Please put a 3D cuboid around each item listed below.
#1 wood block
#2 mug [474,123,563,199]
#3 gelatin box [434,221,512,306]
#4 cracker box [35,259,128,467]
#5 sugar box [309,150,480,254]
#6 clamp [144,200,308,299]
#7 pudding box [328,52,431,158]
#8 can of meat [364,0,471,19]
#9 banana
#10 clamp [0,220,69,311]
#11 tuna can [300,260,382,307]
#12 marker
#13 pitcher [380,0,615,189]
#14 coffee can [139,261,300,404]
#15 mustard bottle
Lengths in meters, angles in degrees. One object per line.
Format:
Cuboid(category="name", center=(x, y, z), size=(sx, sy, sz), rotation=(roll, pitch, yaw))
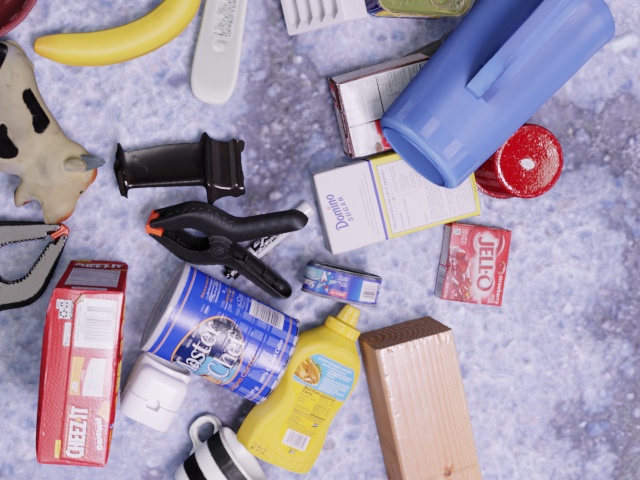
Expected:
Cuboid(category="wood block", center=(0.113, 0.200, 1.194), size=(0.090, 0.090, 0.206), rotation=(-14, 99, -10))
Cuboid(category="mug", center=(0.216, -0.101, 1.182), size=(0.093, 0.081, 0.117), rotation=(-9, 98, -10))
Cuboid(category="gelatin box", center=(0.175, 0.027, 1.216), size=(0.073, 0.030, 0.089), rotation=(7, 95, -12))
Cuboid(category="cracker box", center=(-0.232, 0.113, 1.056), size=(0.072, 0.214, 0.164), rotation=(5, 95, -10))
Cuboid(category="sugar box", center=(0.083, -0.052, 1.183), size=(0.176, 0.048, 0.093), rotation=(-14, 99, -5))
Cuboid(category="clamp", center=(-0.098, 0.008, 1.129), size=(0.171, 0.039, 0.120), rotation=(9, 125, 8))
Cuboid(category="pudding box", center=(0.073, -0.147, 1.166), size=(0.113, 0.039, 0.090), rotation=(-17, 110, -10))
Cuboid(category="can of meat", center=(0.101, -0.266, 1.140), size=(0.102, 0.084, 0.057), rotation=(1, 96, -11))
Cuboid(category="banana", center=(-0.199, -0.224, 1.115), size=(0.197, 0.037, 0.069), rotation=(-31, 95, -6))
Cuboid(category="clamp", center=(-0.351, 0.052, 1.117), size=(0.210, 0.036, 0.164), rotation=(-26, 100, -7))
Cuboid(category="tuna can", center=(0.023, 0.047, 1.162), size=(0.086, 0.086, 0.034), rotation=(12, 92, -12))
Cuboid(category="marker", center=(-0.058, 0.001, 1.175), size=(0.121, 0.020, 0.020), rotation=(-39, 102, -4))
Cuboid(category="pitcher", center=(0.178, -0.174, 1.095), size=(0.243, 0.145, 0.149), rotation=(-47, 134, -5))
Cuboid(category="coffee can", center=(-0.107, 0.099, 1.134), size=(0.140, 0.103, 0.103), rotation=(28, 91, -13))
Cuboid(category="mustard bottle", center=(-0.009, 0.157, 1.179), size=(0.096, 0.058, 0.191), rotation=(29, 90, -32))
